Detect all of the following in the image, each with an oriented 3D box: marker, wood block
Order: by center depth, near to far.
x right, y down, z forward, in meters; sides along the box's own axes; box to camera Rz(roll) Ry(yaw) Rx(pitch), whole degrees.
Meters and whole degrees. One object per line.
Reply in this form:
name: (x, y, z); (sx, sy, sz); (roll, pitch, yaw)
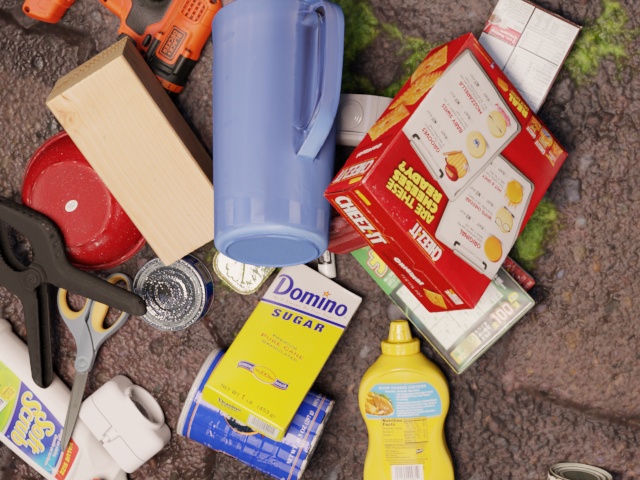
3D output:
wood block: (-0.177, -0.090, 1.089); (0.091, 0.090, 0.206); (-30, 113, 8)
marker: (0.003, -0.020, 1.140); (0.020, 0.020, 0.121); (-3, 96, 10)

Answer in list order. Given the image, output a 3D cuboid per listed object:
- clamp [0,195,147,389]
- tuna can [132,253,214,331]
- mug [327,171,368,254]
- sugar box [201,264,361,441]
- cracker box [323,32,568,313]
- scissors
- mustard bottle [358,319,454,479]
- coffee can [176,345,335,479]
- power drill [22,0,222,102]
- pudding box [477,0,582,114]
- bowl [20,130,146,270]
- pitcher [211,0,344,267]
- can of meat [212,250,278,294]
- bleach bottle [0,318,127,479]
clamp: (-0.288, 0.036, 1.135); (0.165, 0.036, 0.210); (-29, 91, 20)
tuna can: (-0.162, 0.056, 1.170); (0.086, 0.033, 0.086); (1, 97, 9)
mug: (0.032, -0.029, 1.079); (0.082, 0.117, 0.093); (-21, 101, 40)
sugar box: (-0.038, 0.109, 1.097); (0.093, 0.048, 0.176); (29, 60, 5)
cracker box: (0.122, -0.064, 1.006); (0.164, 0.072, 0.213); (47, 59, -19)
scissors: (-0.274, 0.121, 1.179); (0.096, 0.016, 0.201); (25, 83, 16)
mustard bottle: (0.089, 0.179, 1.130); (0.096, 0.058, 0.191); (-3, 97, 8)
coffee can: (-0.068, 0.187, 1.135); (0.140, 0.102, 0.103); (24, 100, 6)
power drill: (-0.218, -0.222, 1.135); (0.187, 0.057, 0.184); (33, 101, 2)
pudding box: (0.198, -0.184, 1.077); (0.090, 0.039, 0.113); (28, 103, 5)
bowl: (-0.262, -0.043, 1.164); (0.162, 0.055, 0.162); (1, 98, 10)
pitcher: (-0.038, -0.106, 1.018); (0.145, 0.149, 0.243); (-3, 70, 11)
can of meat: (-0.057, 0.001, 1.120); (0.057, 0.084, 0.102); (40, 102, 3)
bleach bottle: (-0.300, 0.207, 1.199); (0.251, 0.068, 0.103); (41, 102, 0)
